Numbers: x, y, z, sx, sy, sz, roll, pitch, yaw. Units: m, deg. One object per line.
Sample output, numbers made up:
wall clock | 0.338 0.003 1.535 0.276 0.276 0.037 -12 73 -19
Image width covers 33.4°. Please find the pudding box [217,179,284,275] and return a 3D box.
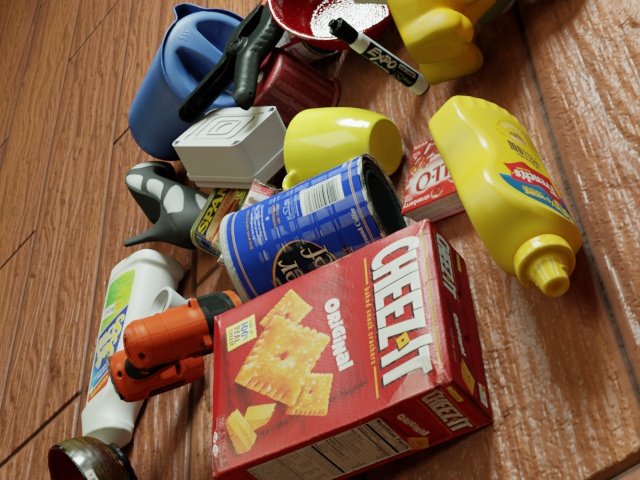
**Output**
pudding box | -0.057 0.001 1.060 0.113 0.039 0.090 65 -134 -73

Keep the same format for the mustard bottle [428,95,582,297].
mustard bottle | 0.141 -0.027 0.778 0.058 0.096 0.191 -46 32 24

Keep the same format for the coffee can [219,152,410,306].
coffee can | -0.003 -0.002 0.932 0.140 0.102 0.103 -23 42 18

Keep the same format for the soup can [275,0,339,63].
soup can | -0.025 -0.240 1.254 0.102 0.068 0.068 -8 58 56

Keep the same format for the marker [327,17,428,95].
marker | 0.055 -0.177 1.018 0.020 0.121 0.020 -38 36 35

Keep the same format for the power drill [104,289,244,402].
power drill | -0.124 0.099 1.056 0.188 0.184 0.057 -43 64 57

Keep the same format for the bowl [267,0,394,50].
bowl | 0.026 -0.260 1.161 0.162 0.055 0.162 -7 56 11

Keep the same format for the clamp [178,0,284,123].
clamp | -0.079 -0.198 1.158 0.120 0.039 0.171 12 67 49

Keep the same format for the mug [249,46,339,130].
mug | -0.046 -0.155 1.198 0.117 0.081 0.093 -47 32 23

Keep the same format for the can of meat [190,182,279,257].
can of meat | -0.088 -0.023 1.174 0.102 0.057 0.084 -61 31 -2

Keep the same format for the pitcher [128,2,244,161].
pitcher | -0.156 -0.171 1.321 0.243 0.144 0.149 150 135 -65

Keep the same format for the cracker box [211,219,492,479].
cracker box | 0.015 0.097 0.840 0.214 0.072 0.164 -26 42 23

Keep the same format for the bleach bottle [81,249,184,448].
bleach bottle | -0.225 0.141 1.241 0.103 0.068 0.250 -28 45 45

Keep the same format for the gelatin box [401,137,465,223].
gelatin box | 0.113 -0.060 0.918 0.089 0.030 0.073 -23 47 48
